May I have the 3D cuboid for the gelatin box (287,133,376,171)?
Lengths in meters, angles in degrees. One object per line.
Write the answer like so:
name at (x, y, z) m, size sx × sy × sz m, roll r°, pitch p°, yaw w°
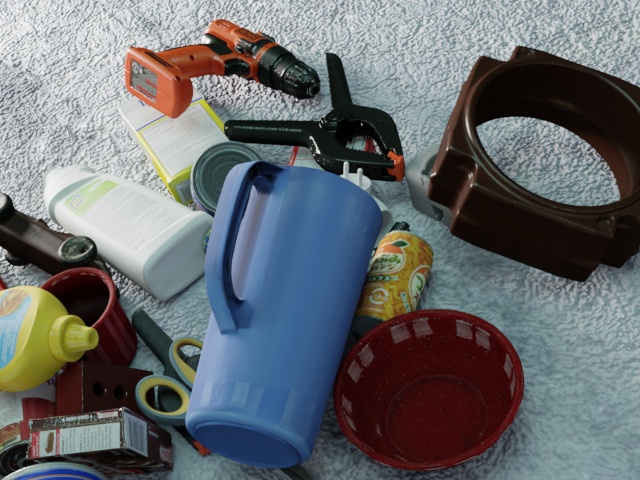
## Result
gelatin box at (0.011, -0.079, 1.152) m, size 0.089 × 0.030 × 0.073 m, roll 0°, pitch 48°, yaw 17°

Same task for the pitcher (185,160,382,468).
pitcher at (-0.039, 0.060, 0.915) m, size 0.149 × 0.145 × 0.242 m, roll 18°, pitch 60°, yaw -5°

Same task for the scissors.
scissors at (-0.088, 0.167, 0.935) m, size 0.096 × 0.016 × 0.202 m, roll -26°, pitch 59°, yaw -22°

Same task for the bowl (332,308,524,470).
bowl at (0.095, 0.137, 0.911) m, size 0.162 × 0.055 × 0.162 m, roll -9°, pitch 47°, yaw 10°

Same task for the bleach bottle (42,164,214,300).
bleach bottle at (-0.220, -0.029, 1.162) m, size 0.102 × 0.068 × 0.251 m, roll -41°, pitch 47°, yaw -21°

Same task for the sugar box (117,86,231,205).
sugar box at (-0.160, -0.119, 1.234) m, size 0.093 × 0.048 × 0.176 m, roll -28°, pitch 43°, yaw -10°

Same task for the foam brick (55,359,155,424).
foam brick at (-0.195, 0.146, 0.968) m, size 0.051 × 0.078 × 0.053 m, roll -31°, pitch 55°, yaw 40°

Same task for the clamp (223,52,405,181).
clamp at (0.006, -0.116, 1.137) m, size 0.164 × 0.036 × 0.210 m, roll -33°, pitch 49°, yaw -15°

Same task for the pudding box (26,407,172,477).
pudding box at (-0.189, 0.179, 0.927) m, size 0.090 × 0.113 × 0.039 m, roll -9°, pitch 65°, yaw 10°

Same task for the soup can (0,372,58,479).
soup can at (-0.274, 0.168, 0.996) m, size 0.068 × 0.068 × 0.102 m, roll -20°, pitch 46°, yaw 0°

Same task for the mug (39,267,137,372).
mug at (-0.229, 0.096, 1.037) m, size 0.093 × 0.081 × 0.117 m, roll -14°, pitch 46°, yaw 6°

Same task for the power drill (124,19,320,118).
power drill at (-0.117, -0.195, 1.239) m, size 0.185 × 0.057 × 0.187 m, roll 32°, pitch 38°, yaw 34°

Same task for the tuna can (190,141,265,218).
tuna can at (-0.096, -0.062, 1.139) m, size 0.086 × 0.034 × 0.086 m, roll 1°, pitch 78°, yaw -5°

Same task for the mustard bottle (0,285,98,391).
mustard bottle at (-0.284, 0.089, 0.970) m, size 0.192 × 0.058 × 0.096 m, roll -3°, pitch 60°, yaw 26°

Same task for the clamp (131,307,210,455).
clamp at (-0.106, 0.118, 1.007) m, size 0.120 × 0.039 × 0.171 m, roll -19°, pitch 53°, yaw -4°
